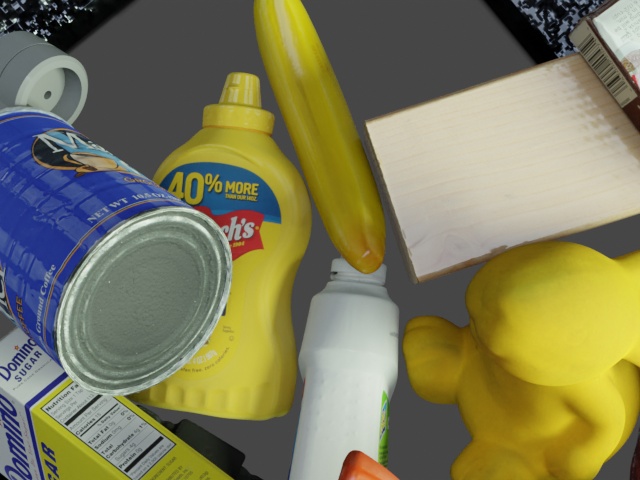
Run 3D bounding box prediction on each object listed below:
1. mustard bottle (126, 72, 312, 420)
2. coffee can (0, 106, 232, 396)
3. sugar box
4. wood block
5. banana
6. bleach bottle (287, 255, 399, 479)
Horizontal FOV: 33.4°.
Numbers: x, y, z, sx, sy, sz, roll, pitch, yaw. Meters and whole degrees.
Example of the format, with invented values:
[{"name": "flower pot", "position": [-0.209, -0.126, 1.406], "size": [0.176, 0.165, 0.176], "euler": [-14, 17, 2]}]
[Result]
[{"name": "mustard bottle", "position": [-0.054, 0.001, 0.605], "size": [0.096, 0.058, 0.191], "euler": [5, 87, 20]}, {"name": "coffee can", "position": [-0.129, 0.002, 0.556], "size": [0.140, 0.102, 0.103], "euler": [32, 89, 38]}, {"name": "sugar box", "position": [-0.108, 0.128, 0.565], "size": [0.176, 0.093, 0.048], "euler": [30, 47, 17]}, {"name": "wood block", "position": [0.135, -0.049, 0.585], "size": [0.206, 0.090, 0.091], "euler": [-18, 87, 2]}, {"name": "banana", "position": [-0.004, -0.067, 0.596], "size": [0.037, 0.069, 0.198], "euler": [-24, 75, 13]}, {"name": "bleach bottle", "position": [0.010, 0.129, 0.588], "size": [0.068, 0.102, 0.251], "euler": [6, 82, 5]}]
